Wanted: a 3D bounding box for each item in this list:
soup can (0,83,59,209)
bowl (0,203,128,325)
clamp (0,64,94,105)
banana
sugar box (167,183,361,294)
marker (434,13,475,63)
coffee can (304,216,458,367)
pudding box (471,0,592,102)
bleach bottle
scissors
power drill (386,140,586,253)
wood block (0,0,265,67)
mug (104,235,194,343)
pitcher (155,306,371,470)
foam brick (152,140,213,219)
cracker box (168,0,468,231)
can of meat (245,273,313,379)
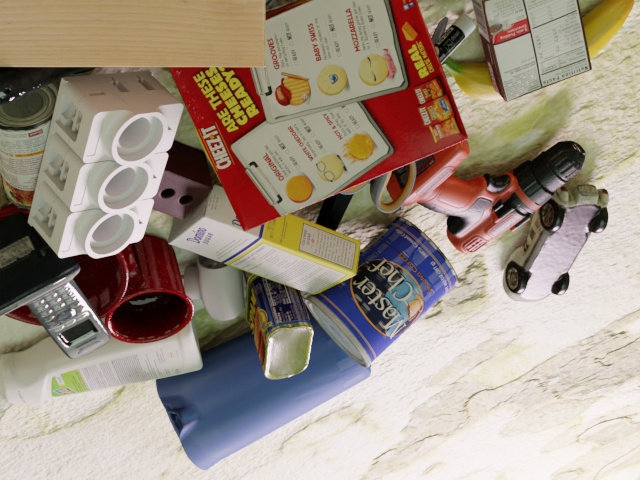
[{"bbox_3d":[-0.253,-0.085,0.935,0.068,0.068,0.102,-11,142,-11],"label":"soup can"},{"bbox_3d":[-0.265,0.012,1.041,0.162,0.055,0.162,0,133,0],"label":"bowl"},{"bbox_3d":[-0.197,-0.149,0.849,0.171,0.120,0.039,-18,124,-8],"label":"clamp"},{"bbox_3d":[0.216,-0.181,1.046,0.198,0.037,0.069,-21,143,2],"label":"banana"},{"bbox_3d":[-0.057,0.001,1.095,0.176,0.048,0.094,24,152,-23],"label":"sugar box"},{"bbox_3d":[0.098,-0.162,0.989,0.121,0.020,0.020,-47,143,-9],"label":"marker"},{"bbox_3d":[0.068,0.057,1.186,0.140,0.103,0.102,-42,144,-10],"label":"coffee can"},{"bbox_3d":[0.196,-0.196,0.992,0.090,0.039,0.113,-21,125,0],"label":"pudding box"},{"bbox_3d":[-0.265,0.132,1.207,0.250,0.068,0.102,-13,143,-5],"label":"bleach bottle"},{"bbox_3d":[0.063,-0.119,1.031,0.096,0.016,0.202,-1,118,-14],"label":"scissors"},{"bbox_3d":[0.174,-0.067,1.153,0.187,0.057,0.185,23,126,-42],"label":"power drill"},{"bbox_3d":[-0.145,-0.190,0.795,0.206,0.090,0.091,-1,136,-4],"label":"wood block"},{"bbox_3d":[-0.188,0.042,1.110,0.093,0.081,0.117,-19,143,-1],"label":"mug"},{"bbox_3d":[-0.065,0.167,1.298,0.243,0.149,0.145,-26,128,4],"label":"pitcher"},{"bbox_3d":[-0.151,-0.063,1.020,0.078,0.051,0.053,20,129,-40],"label":"foam brick"},{"bbox_3d":[-0.001,-0.127,0.930,0.214,0.072,0.164,-22,105,5],"label":"cracker box"},{"bbox_3d":[-0.045,0.092,1.181,0.057,0.084,0.102,-9,141,-14],"label":"can of meat"}]
